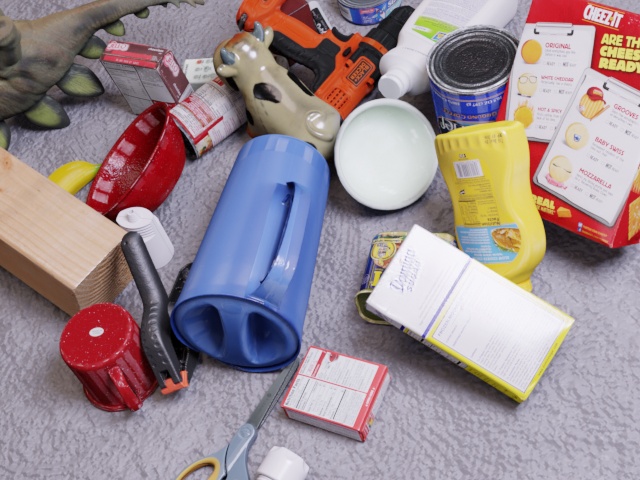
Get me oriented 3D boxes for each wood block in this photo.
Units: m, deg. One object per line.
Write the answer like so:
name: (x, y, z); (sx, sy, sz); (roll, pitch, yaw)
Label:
wood block: (-0.315, -0.008, 1.195); (0.206, 0.091, 0.090); (32, 63, 16)

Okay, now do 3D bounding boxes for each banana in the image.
banana: (-0.321, -0.029, 1.282); (0.070, 0.037, 0.197); (8, 57, 22)

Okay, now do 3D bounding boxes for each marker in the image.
marker: (0.009, -0.268, 1.377); (0.020, 0.020, 0.121); (-23, 51, -2)

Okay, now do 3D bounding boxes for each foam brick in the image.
foam brick: (-0.041, -0.273, 1.359); (0.051, 0.078, 0.053); (-34, 52, -13)

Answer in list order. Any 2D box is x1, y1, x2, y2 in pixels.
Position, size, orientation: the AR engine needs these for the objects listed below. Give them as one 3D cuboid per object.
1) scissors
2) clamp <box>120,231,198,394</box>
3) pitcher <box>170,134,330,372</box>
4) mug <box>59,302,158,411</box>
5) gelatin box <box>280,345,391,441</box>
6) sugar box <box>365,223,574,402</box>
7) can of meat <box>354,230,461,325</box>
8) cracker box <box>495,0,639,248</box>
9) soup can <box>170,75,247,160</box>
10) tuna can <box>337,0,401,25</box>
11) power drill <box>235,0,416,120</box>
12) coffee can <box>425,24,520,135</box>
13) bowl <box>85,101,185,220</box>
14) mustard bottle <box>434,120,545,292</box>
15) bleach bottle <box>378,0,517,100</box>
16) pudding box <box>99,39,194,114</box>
scissors: (-0.065, 0.207, 1.043); (0.201, 0.016, 0.096); (-42, 55, -16)
clamp: (-0.156, 0.079, 1.130); (0.039, 0.120, 0.171); (-23, 69, 29)
pitcher: (-0.057, 0.001, 1.117); (0.149, 0.145, 0.242); (-4, 49, 21)
mug: (-0.215, 0.126, 1.105); (0.093, 0.081, 0.117); (-27, 51, -5)
gelatin box: (0.015, 0.150, 1.053); (0.089, 0.030, 0.073); (13, 60, 24)
sugar box: (0.140, 0.070, 1.016); (0.176, 0.048, 0.093); (32, 81, 9)
can of meat: (0.094, 0.039, 1.098); (0.102, 0.057, 0.084); (3, 52, 18)
cracker box: (0.263, -0.121, 1.047); (0.164, 0.214, 0.071); (27, 21, 36)
soup can: (-0.133, -0.155, 1.303); (0.102, 0.068, 0.069); (-40, 53, -15)
tuna can: (0.063, -0.321, 1.392); (0.086, 0.033, 0.086); (-8, 52, 10)
power drill: (0.007, -0.258, 1.288); (0.187, 0.057, 0.184); (40, 75, -1)
coffee can: (0.175, -0.148, 1.160); (0.103, 0.140, 0.103); (-8, 52, 10)
bowl: (-0.207, -0.081, 1.249); (0.162, 0.055, 0.162); (-40, 31, 29)
mustard bottle: (0.174, -0.019, 1.054); (0.058, 0.191, 0.096); (-22, 13, -40)
bleach bottle: (0.136, -0.239, 1.247); (0.103, 0.068, 0.250); (20, 46, 27)
pudding box: (-0.210, -0.197, 1.328); (0.090, 0.113, 0.039); (14, 62, 25)
